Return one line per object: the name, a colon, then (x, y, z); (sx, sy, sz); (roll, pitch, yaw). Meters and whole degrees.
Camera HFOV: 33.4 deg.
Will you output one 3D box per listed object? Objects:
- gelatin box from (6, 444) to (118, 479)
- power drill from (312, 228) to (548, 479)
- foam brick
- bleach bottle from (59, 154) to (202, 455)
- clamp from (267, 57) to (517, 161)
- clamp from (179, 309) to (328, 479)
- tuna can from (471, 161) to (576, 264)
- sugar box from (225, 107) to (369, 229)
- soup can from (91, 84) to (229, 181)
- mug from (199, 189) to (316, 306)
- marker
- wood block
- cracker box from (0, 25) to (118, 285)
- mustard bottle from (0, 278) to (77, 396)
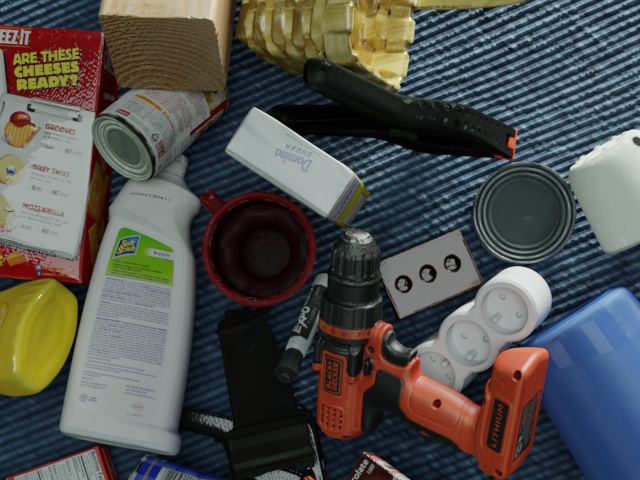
gelatin box: (-0.217, 0.224, 0.923); (0.089, 0.030, 0.073); (-20, 84, 3)
power drill: (0.081, 0.095, 0.841); (0.188, 0.057, 0.184); (18, 118, 30)
foam brick: (0.090, 0.029, 0.900); (0.078, 0.051, 0.053); (-24, 85, 3)
bleach bottle: (-0.143, 0.046, 0.898); (0.102, 0.068, 0.251); (11, 75, -2)
clamp: (0.060, -0.099, 0.888); (0.209, 0.165, 0.036); (12, 81, -18)
clamp: (-0.068, 0.158, 0.912); (0.120, 0.039, 0.171); (-40, 78, 8)
tuna can: (0.171, -0.022, 0.905); (0.086, 0.033, 0.086); (0, 87, 4)
sugar box: (-0.013, -0.054, 0.850); (0.093, 0.176, 0.048); (33, 89, 5)
soup can: (-0.133, -0.104, 0.894); (0.068, 0.069, 0.102); (39, 56, 5)
mug: (-0.056, 0.001, 0.897); (0.117, 0.081, 0.093); (41, 90, 5)
marker: (-0.012, 0.072, 0.881); (0.020, 0.121, 0.020); (11, 131, 12)
wood block: (-0.114, -0.232, 0.872); (0.090, 0.091, 0.206); (3, 61, 3)
cracker box: (-0.266, -0.073, 0.924); (0.164, 0.072, 0.214); (4, 86, 4)
mustard bottle: (-0.296, 0.087, 0.899); (0.192, 0.058, 0.096); (-9, 52, 32)
